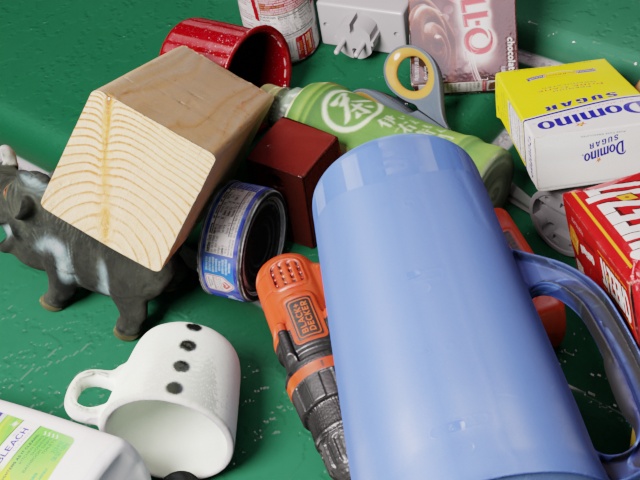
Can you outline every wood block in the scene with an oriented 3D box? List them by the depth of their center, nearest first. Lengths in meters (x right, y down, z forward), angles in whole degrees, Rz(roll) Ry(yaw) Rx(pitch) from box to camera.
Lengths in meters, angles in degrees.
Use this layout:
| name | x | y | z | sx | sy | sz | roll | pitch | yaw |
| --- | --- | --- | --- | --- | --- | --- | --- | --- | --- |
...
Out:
| name | x | y | z | sx | sy | sz | roll | pitch | yaw |
| --- | --- | --- | --- | --- | --- | --- | --- | --- | --- |
| wood block | -0.108 | -0.068 | 0.764 | 0.090 | 0.091 | 0.206 | 29 | 20 | -2 |

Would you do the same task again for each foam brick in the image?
| name | x | y | z | sx | sy | sz | roll | pitch | yaw |
| --- | --- | --- | --- | --- | --- | --- | --- | --- | --- |
| foam brick | -0.017 | -0.044 | 0.811 | 0.053 | 0.078 | 0.051 | 22 | 53 | 27 |

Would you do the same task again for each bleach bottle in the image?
| name | x | y | z | sx | sy | sz | roll | pitch | yaw |
| --- | --- | --- | --- | --- | --- | --- | --- | --- | --- |
| bleach bottle | -0.234 | 0.146 | 0.680 | 0.251 | 0.068 | 0.102 | 9 | 51 | 29 |

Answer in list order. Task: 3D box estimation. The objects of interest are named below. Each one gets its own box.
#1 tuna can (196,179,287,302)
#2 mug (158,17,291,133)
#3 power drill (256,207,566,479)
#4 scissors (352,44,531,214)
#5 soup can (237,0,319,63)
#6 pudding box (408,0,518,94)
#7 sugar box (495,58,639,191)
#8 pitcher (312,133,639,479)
| name | x | y | z | sx | sy | sz | roll | pitch | yaw |
| --- | --- | --- | --- | --- | --- | --- | --- | --- | --- |
| tuna can | -0.055 | 0.001 | 0.772 | 0.034 | 0.086 | 0.086 | 12 | 51 | 19 |
| mug | -0.090 | -0.136 | 0.905 | 0.082 | 0.093 | 0.117 | 19 | 57 | 31 |
| power drill | 0.063 | 0.062 | 0.712 | 0.187 | 0.057 | 0.184 | -18 | 52 | -7 |
| scissors | 0.108 | -0.094 | 0.850 | 0.202 | 0.016 | 0.096 | 24 | 91 | 30 |
| soup can | -0.040 | -0.216 | 0.958 | 0.068 | 0.102 | 0.068 | -6 | 47 | 6 |
| pudding box | 0.121 | -0.181 | 0.906 | 0.090 | 0.039 | 0.113 | -3 | 81 | 10 |
| sugar box | 0.189 | -0.091 | 0.793 | 0.093 | 0.048 | 0.176 | -8 | 20 | 3 |
| pitcher | 0.077 | 0.056 | 0.607 | 0.149 | 0.145 | 0.243 | 17 | 45 | -33 |
